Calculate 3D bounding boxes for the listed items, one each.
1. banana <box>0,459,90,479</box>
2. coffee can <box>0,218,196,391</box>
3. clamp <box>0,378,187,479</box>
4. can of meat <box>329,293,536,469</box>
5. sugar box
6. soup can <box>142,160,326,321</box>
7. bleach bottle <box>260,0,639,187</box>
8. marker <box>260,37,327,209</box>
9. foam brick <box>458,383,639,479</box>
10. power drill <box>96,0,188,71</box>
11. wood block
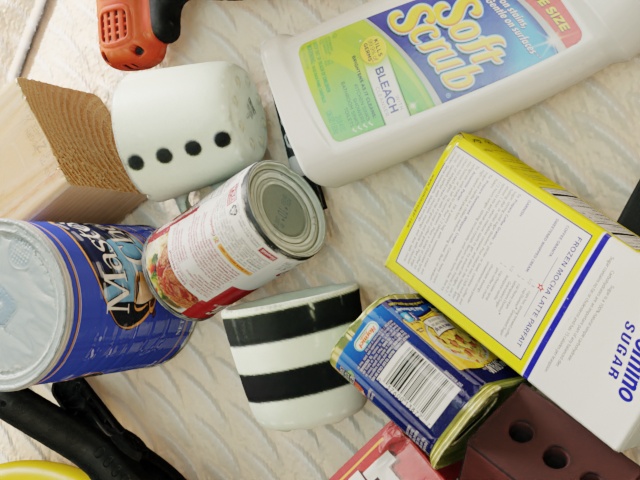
[{"bbox_3d":[-0.175,0.193,0.743,0.198,0.037,0.069,11,57,21],"label":"banana"},{"bbox_3d":[-0.159,0.039,0.690,0.103,0.140,0.103,0,89,26],"label":"coffee can"},{"bbox_3d":[-0.141,0.141,0.697,0.171,0.120,0.039,37,99,18],"label":"clamp"},{"bbox_3d":[0.064,0.075,0.601,0.084,0.102,0.057,41,106,23],"label":"can of meat"},{"bbox_3d":[0.124,0.023,0.579,0.176,0.048,0.093,39,113,33],"label":"sugar box"},{"bbox_3d":[-0.054,0.001,0.667,0.102,0.068,0.068,-31,76,37],"label":"soup can"},{"bbox_3d":[0.094,-0.120,0.611,0.251,0.068,0.102,-23,79,22],"label":"bleach bottle"},{"bbox_3d":[-0.017,-0.071,0.688,0.020,0.020,0.121,-17,82,25],"label":"marker"},{"bbox_3d":[0.118,0.126,0.557,0.078,0.052,0.051,35,145,26],"label":"foam brick"},{"bbox_3d":[-0.073,-0.214,0.699,0.188,0.057,0.184,-7,86,28],"label":"power drill"},{"bbox_3d":[-0.235,-0.014,0.757,0.206,0.090,0.090,-36,73,22],"label":"wood block"}]
